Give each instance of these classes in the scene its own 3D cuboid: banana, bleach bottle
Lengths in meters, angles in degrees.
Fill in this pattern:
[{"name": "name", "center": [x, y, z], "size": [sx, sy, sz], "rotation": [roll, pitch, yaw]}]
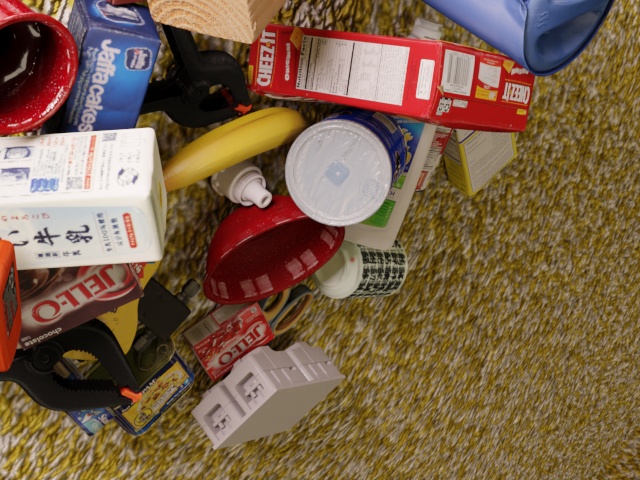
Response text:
[{"name": "banana", "center": [-0.073, -0.090, 1.011], "size": [0.197, 0.037, 0.070], "rotation": [-25, 162, -44]}, {"name": "bleach bottle", "center": [0.071, -0.120, 1.160], "size": [0.068, 0.102, 0.251], "rotation": [-71, 178, -71]}]

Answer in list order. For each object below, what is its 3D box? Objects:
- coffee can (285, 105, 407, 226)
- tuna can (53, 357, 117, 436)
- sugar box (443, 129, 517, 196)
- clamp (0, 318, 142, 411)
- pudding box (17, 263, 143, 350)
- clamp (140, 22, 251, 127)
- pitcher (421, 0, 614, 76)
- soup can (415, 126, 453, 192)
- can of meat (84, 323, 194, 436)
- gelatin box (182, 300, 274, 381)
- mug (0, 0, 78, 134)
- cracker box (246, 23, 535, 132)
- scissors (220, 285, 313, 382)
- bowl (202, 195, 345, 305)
[{"name": "coffee can", "center": [0.029, -0.079, 1.072], "size": [0.103, 0.103, 0.140], "rotation": [-63, 177, 17]}, {"name": "tuna can", "center": [-0.238, 0.148, 1.034], "size": [0.033, 0.086, 0.086], "rotation": [-42, 147, -12]}, {"name": "sugar box", "center": [0.192, -0.142, 1.321], "size": [0.093, 0.048, 0.176], "rotation": [-42, 143, -15]}, {"name": "clamp", "center": [-0.246, 0.087, 0.943], "size": [0.209, 0.036, 0.165], "rotation": [22, 103, -28]}, {"name": "pudding box", "center": [-0.213, 0.030, 0.872], "size": [0.113, 0.039, 0.090], "rotation": [-23, 134, -2]}, {"name": "clamp", "center": [-0.127, -0.133, 0.938], "size": [0.120, 0.039, 0.171], "rotation": [-39, 152, 13]}, {"name": "pitcher", "center": [0.142, -0.256, 0.957], "size": [0.145, 0.243, 0.149], "rotation": [-40, 146, -18]}, {"name": "soup can", "center": [0.110, -0.115, 1.223], "size": [0.068, 0.069, 0.102], "rotation": [-5, 126, -49]}, {"name": "can of meat", "center": [-0.188, 0.149, 1.125], "size": [0.102, 0.057, 0.084], "rotation": [-43, 149, -13]}, {"name": "gelatin box", "center": [-0.101, 0.107, 1.200], "size": [0.089, 0.030, 0.073], "rotation": [-35, 140, -11]}, {"name": "mug", "center": [-0.232, -0.128, 0.769], "size": [0.093, 0.082, 0.117], "rotation": [-40, 146, -18]}, {"name": "cracker box", "center": [0.064, -0.150, 0.984], "size": [0.163, 0.214, 0.072], "rotation": [-2, 103, -51]}, {"name": "scissors", "center": [-0.087, 0.120, 1.261], "size": [0.201, 0.016, 0.096], "rotation": [-44, 146, -12]}, {"name": "bowl", "center": [-0.057, 0.001, 1.113], "size": [0.162, 0.055, 0.162], "rotation": [-22, 155, -11]}]
